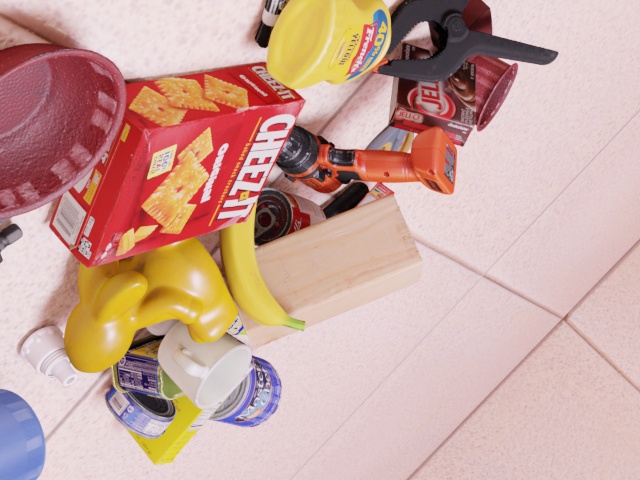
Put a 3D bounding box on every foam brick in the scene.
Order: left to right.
[{"bbox_3d":[0.160,-0.244,1.217,0.051,0.053,0.078,-42,158,-5],"label":"foam brick"}]

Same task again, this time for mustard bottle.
[{"bbox_3d":[0.022,-0.197,1.034,0.191,0.058,0.096,-21,141,-63],"label":"mustard bottle"}]

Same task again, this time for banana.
[{"bbox_3d":[-0.074,0.009,1.134,0.069,0.198,0.037,-13,173,-16],"label":"banana"}]

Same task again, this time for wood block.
[{"bbox_3d":[0.002,0.035,1.195,0.206,0.090,0.091,-22,165,-3],"label":"wood block"}]

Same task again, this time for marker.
[{"bbox_3d":[-0.037,-0.223,0.957,0.020,0.020,0.121,-26,152,-38],"label":"marker"}]

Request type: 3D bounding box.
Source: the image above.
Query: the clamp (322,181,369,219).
[{"bbox_3d":[-0.010,-0.003,1.375,0.171,0.039,0.120,-30,149,-38],"label":"clamp"}]

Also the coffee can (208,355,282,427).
[{"bbox_3d":[-0.122,0.198,1.450,0.103,0.103,0.140,-45,158,2],"label":"coffee can"}]

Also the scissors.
[{"bbox_3d":[0.096,-0.151,1.322,0.096,0.016,0.202,-33,155,-27],"label":"scissors"}]

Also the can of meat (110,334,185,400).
[{"bbox_3d":[-0.181,0.148,1.261,0.101,0.084,0.057,-17,107,-49],"label":"can of meat"}]

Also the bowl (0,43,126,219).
[{"bbox_3d":[-0.228,-0.093,0.807,0.162,0.055,0.162,-36,157,-19],"label":"bowl"}]

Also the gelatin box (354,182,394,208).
[{"bbox_3d":[0.060,-0.027,1.390,0.073,0.030,0.089,-47,165,-21],"label":"gelatin box"}]

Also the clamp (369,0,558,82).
[{"bbox_3d":[0.141,-0.241,1.148,0.210,0.164,0.036,-20,-171,-9],"label":"clamp"}]

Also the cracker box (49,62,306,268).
[{"bbox_3d":[-0.129,-0.072,0.995,0.213,0.072,0.164,-19,146,-48],"label":"cracker box"}]

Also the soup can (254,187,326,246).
[{"bbox_3d":[-0.042,-0.021,1.245,0.068,0.068,0.102,-49,158,12],"label":"soup can"}]

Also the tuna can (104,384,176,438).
[{"bbox_3d":[-0.220,0.201,1.309,0.034,0.086,0.086,-51,157,11],"label":"tuna can"}]

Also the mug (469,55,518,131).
[{"bbox_3d":[0.184,-0.192,1.300,0.093,0.081,0.117,-62,165,14],"label":"mug"}]

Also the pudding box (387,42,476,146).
[{"bbox_3d":[0.125,-0.163,1.187,0.039,0.090,0.113,113,-11,-45],"label":"pudding box"}]

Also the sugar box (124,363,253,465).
[{"bbox_3d":[-0.175,0.192,1.362,0.176,0.093,0.048,-51,157,15],"label":"sugar box"}]

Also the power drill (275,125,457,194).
[{"bbox_3d":[0.044,-0.091,1.143,0.184,0.188,0.057,26,69,-68],"label":"power drill"}]
